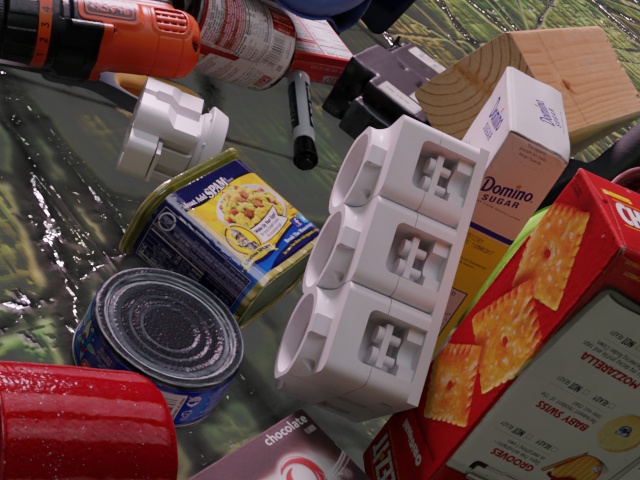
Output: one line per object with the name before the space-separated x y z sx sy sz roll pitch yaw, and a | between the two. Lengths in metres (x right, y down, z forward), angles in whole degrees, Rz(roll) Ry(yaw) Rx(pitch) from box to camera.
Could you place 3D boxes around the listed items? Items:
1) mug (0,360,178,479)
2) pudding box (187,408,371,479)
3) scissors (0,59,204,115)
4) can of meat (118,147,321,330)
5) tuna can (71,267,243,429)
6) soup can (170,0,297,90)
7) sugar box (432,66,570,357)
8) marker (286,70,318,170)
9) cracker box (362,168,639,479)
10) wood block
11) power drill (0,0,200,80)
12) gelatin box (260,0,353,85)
mug | -0.112 0.104 0.436 0.081 0.093 0.117 10 70 -38
pudding box | -0.018 0.140 0.500 0.090 0.039 0.113 44 34 17
scissors | -0.175 -0.126 0.738 0.201 0.016 0.096 16 35 -26
can of meat | -0.054 0.001 0.636 0.084 0.058 0.101 40 34 8
tuna can | -0.084 0.055 0.560 0.086 0.034 0.086 22 34 -16
soup can | -0.075 -0.156 0.797 0.102 0.069 0.068 13 36 -48
sugar box | 0.089 -0.011 0.660 0.048 0.176 0.093 27 33 -9
marker | -0.014 -0.093 0.826 0.020 0.020 0.121 20 35 -19
cracker box | 0.143 0.085 0.546 0.164 0.214 0.072 20 34 -20
wood block | 0.175 -0.110 0.854 0.205 0.090 0.091 -19 80 -56
power drill | -0.180 -0.190 0.718 0.184 0.057 0.187 5 54 -27
gelatin box | -0.019 -0.171 0.914 0.073 0.030 0.089 3 43 -40
